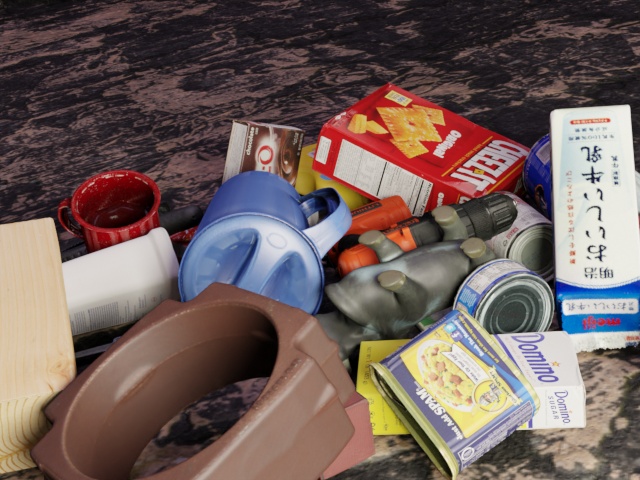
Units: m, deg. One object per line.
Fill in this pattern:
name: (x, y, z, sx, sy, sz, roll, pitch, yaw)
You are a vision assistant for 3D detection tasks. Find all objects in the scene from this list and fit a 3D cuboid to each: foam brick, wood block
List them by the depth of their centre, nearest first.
foam brick: (0.000, 0.140, 0.834, 0.051, 0.053, 0.078, -19, 25, -25)
wood block: (-0.258, 0.085, 0.910, 0.090, 0.090, 0.206, -9, 44, -13)

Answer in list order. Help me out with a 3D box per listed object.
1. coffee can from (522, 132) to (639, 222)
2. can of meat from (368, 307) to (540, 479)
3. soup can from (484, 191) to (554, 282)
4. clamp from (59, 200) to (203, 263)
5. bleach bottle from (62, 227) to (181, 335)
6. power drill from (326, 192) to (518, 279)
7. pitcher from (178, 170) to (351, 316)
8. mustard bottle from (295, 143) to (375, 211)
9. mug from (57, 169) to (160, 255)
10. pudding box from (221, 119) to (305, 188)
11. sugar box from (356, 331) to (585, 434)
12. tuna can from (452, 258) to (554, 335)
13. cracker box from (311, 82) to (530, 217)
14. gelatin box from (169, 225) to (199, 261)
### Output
coffee can: (0.281, -0.053, 1.135, 0.103, 0.103, 0.140, -8, 22, -1)
can of meat: (0.099, 0.111, 0.789, 0.084, 0.057, 0.102, -34, 66, -10)
soup can: (0.201, -0.003, 1.089, 0.068, 0.068, 0.102, -12, 23, -11)
clamp: (-0.246, 0.000, 1.252, 0.209, 0.036, 0.165, -23, 11, -11)
bleach bottle: (-0.266, 0.062, 1.055, 0.250, 0.103, 0.068, -16, 65, -16)
power drill: (0.087, -0.008, 1.077, 0.184, 0.057, 0.188, -20, 9, -12)
pitcher: (-0.057, 0.001, 1.074, 0.149, 0.145, 0.243, 10, 16, -5)
mustard bottle: (0.034, -0.073, 1.324, 0.096, 0.058, 0.192, -18, 24, -26)
mug: (-0.223, -0.016, 1.136, 0.117, 0.081, 0.093, 8, 47, 8)
pudding box: (-0.071, -0.085, 1.288, 0.089, 0.113, 0.039, 1, 11, -43)
sugar box: (0.119, 0.114, 0.865, 0.176, 0.048, 0.093, -6, 23, 7)
tuna can: (0.159, 0.061, 0.926, 0.086, 0.086, 0.034, -16, 27, -19)
cracker box: (0.124, -0.094, 1.238, 0.214, 0.072, 0.163, 28, 37, 21)
gelatin box: (-0.122, -0.001, 1.241, 0.073, 0.030, 0.089, 14, 31, 42)
